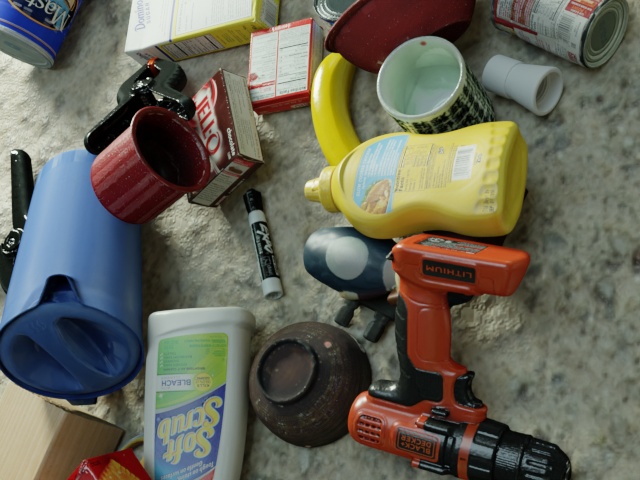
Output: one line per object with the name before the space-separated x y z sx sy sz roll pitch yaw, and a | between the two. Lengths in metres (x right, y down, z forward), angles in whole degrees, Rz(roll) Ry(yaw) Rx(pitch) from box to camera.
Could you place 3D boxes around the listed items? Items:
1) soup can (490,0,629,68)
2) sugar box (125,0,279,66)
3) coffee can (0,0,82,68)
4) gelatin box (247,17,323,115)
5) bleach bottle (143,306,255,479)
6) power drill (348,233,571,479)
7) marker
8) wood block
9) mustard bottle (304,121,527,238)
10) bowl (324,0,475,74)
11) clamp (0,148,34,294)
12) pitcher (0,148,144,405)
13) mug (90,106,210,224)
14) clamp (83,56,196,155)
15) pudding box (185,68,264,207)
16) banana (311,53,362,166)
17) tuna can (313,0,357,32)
soup can | 0.211 -0.201 0.943 0.102 0.068 0.068 34 88 35
sugar box | -0.129 -0.253 1.174 0.176 0.048 0.093 -8 66 31
coffee can | -0.339 -0.292 1.274 0.103 0.102 0.140 16 78 34
gelatin box | -0.036 -0.177 1.097 0.073 0.030 0.089 -8 69 27
bleach bottle | -0.107 0.189 0.958 0.102 0.068 0.251 -4 73 6
power drill | 0.114 0.097 0.835 0.185 0.057 0.188 11 104 24
marker | -0.057 0.001 1.039 0.020 0.020 0.121 -25 59 19
wood block | -0.285 0.253 1.019 0.091 0.090 0.206 17 79 34
mustard bottle | 0.073 -0.047 0.895 0.192 0.058 0.096 -2 59 30
bowl | 0.085 -0.199 0.979 0.162 0.162 0.055 -32 83 14
clamp | -0.330 -0.003 1.186 0.210 0.036 0.164 29 86 33
pitcher | -0.235 0.032 1.045 0.149 0.144 0.243 -38 36 27
mug | -0.161 -0.072 1.031 0.082 0.117 0.093 -34 95 35
clamp | -0.189 -0.144 1.117 0.120 0.039 0.171 -18 27 1
pudding box | -0.105 -0.103 1.082 0.090 0.039 0.113 -40 53 38
banana | 0.027 -0.112 1.029 0.070 0.037 0.198 -20 61 22
tuna can | 0.038 -0.241 1.069 0.086 0.033 0.086 -17 48 20
